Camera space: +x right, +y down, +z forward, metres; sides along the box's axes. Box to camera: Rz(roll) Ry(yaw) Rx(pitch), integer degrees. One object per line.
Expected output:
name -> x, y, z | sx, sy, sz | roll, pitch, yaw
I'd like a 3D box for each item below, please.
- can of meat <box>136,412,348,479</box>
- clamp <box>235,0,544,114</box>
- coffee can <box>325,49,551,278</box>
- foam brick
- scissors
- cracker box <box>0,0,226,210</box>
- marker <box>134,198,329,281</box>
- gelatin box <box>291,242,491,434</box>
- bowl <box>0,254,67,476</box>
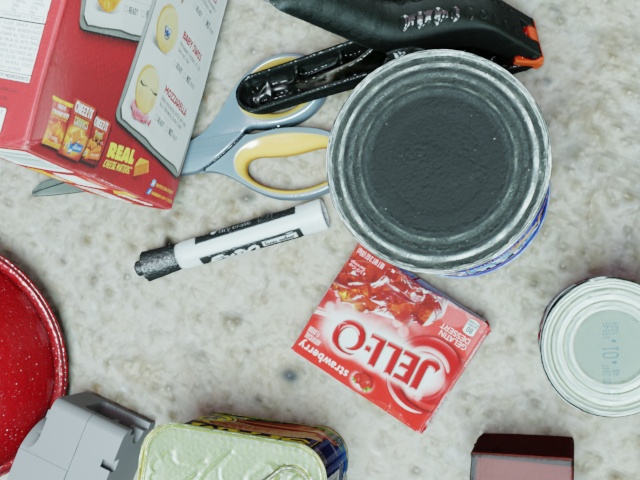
can of meat -> -0.039, 0.129, 0.591 | 0.102, 0.084, 0.057 | 7, 89, 12
clamp -> 0.038, -0.110, 0.567 | 0.171, 0.120, 0.039 | -8, 74, -5
coffee can -> 0.066, -0.033, 0.547 | 0.103, 0.140, 0.103 | -1, 87, 12
foam brick -> 0.107, 0.133, 0.564 | 0.053, 0.078, 0.051 | 1, 88, 14
scissors -> -0.077, -0.067, 0.644 | 0.202, 0.016, 0.096 | 5, 87, 12
cracker box -> -0.114, -0.137, 0.570 | 0.072, 0.164, 0.214 | 12, 86, 18
marker -> -0.054, 0.001, 0.633 | 0.121, 0.020, 0.020 | -16, 84, 11
gelatin box -> 0.040, 0.055, 0.605 | 0.089, 0.030, 0.073 | 33, 95, 12
bowl -> -0.236, 0.080, 0.634 | 0.162, 0.055, 0.162 | 1, 101, 6
